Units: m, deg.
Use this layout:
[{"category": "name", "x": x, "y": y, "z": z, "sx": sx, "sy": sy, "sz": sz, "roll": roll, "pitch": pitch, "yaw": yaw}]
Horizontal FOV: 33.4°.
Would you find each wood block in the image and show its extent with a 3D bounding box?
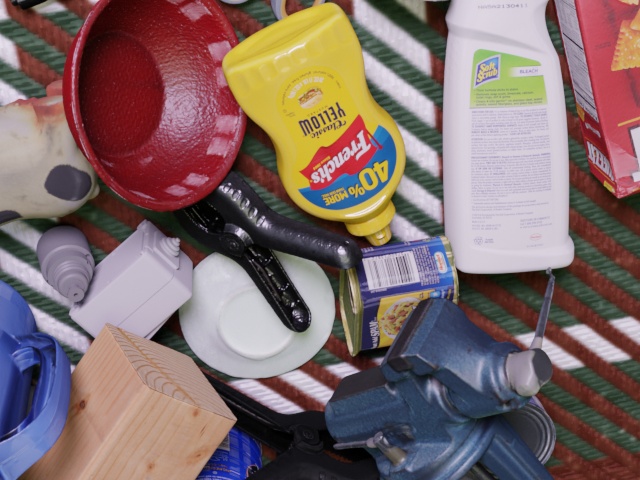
[{"category": "wood block", "x": -0.169, "y": 0.179, "z": 0.794, "sx": 0.090, "sy": 0.091, "sz": 0.206, "roll": 30, "pitch": 99, "yaw": -40}]

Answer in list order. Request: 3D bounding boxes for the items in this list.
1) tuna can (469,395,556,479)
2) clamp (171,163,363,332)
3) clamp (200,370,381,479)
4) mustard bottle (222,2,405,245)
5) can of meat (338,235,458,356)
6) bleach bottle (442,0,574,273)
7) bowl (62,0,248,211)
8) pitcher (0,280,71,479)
[{"category": "tuna can", "x": 0.161, "y": 0.170, "z": 0.941, "sx": 0.086, "sy": 0.034, "sz": 0.086, "roll": -3, "pitch": 114, "yaw": -6}, {"category": "clamp", "x": -0.055, "y": 0.001, "z": 0.815, "sx": 0.171, "sy": 0.039, "sz": 0.120, "roll": 33, "pitch": 135, "yaw": 10}, {"category": "clamp", "x": -0.019, "y": 0.178, "z": 0.872, "sx": 0.209, "sy": 0.164, "sz": 0.036, "roll": 18, "pitch": 115, "yaw": -25}, {"category": "mustard bottle", "x": 0.010, "y": -0.072, "z": 0.791, "sx": 0.096, "sy": 0.058, "sz": 0.191, "roll": -27, "pitch": 123, "yaw": 2}, {"category": "can of meat", "x": 0.061, "y": 0.043, "z": 0.843, "sx": 0.084, "sy": 0.057, "sz": 0.102, "roll": -9, "pitch": 147, "yaw": -5}, {"category": "bleach bottle", "x": 0.143, "y": -0.101, "z": 0.797, "sx": 0.102, "sy": 0.068, "sz": 0.251, "roll": -4, "pitch": 113, "yaw": -5}, {"category": "bowl", "x": -0.124, "y": -0.102, "z": 0.743, "sx": 0.055, "sy": 0.161, "sz": 0.162, "roll": 5, "pitch": 124, "yaw": 39}, {"category": "pitcher", "x": -0.260, "y": 0.116, "z": 0.755, "sx": 0.149, "sy": 0.243, "sz": 0.145, "roll": 15, "pitch": 113, "yaw": -13}]
